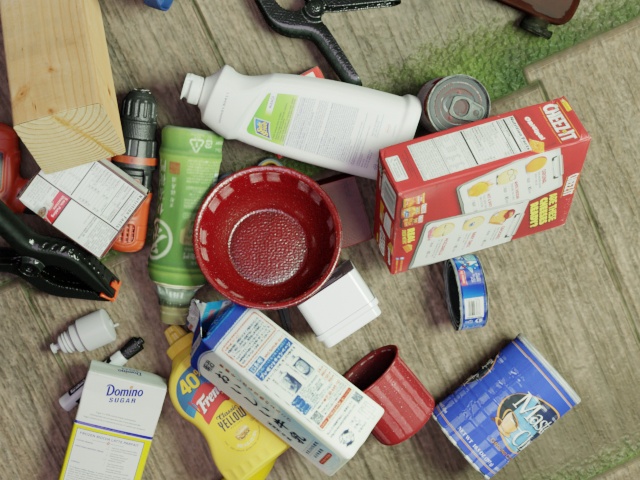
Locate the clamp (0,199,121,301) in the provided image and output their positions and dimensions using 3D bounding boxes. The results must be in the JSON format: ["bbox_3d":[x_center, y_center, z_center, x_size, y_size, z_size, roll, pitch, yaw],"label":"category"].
[{"bbox_3d":[-0.318,0.011,1.174,0.210,0.165,0.036,21,52,-11],"label":"clamp"}]

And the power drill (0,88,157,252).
[{"bbox_3d":[-0.276,-0.086,1.188,0.187,0.057,0.184,7,97,-4],"label":"power drill"}]

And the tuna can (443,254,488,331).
[{"bbox_3d":[0.165,0.059,1.215,0.033,0.086,0.086,-7,98,-4],"label":"tuna can"}]

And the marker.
[{"bbox_3d":[-0.253,0.153,1.240,0.121,0.020,0.020,-40,98,3],"label":"marker"}]

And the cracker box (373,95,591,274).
[{"bbox_3d":[0.167,-0.057,1.150,0.213,0.164,0.072,-17,59,-9],"label":"cracker box"}]

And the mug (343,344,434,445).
[{"bbox_3d":[0.068,0.186,1.232,0.117,0.093,0.081,-32,105,33],"label":"mug"}]

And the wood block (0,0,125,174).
[{"bbox_3d":[-0.270,-0.186,1.105,0.090,0.091,0.206,-15,61,-1],"label":"wood block"}]

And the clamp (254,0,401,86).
[{"bbox_3d":[-0.005,-0.243,1.186,0.171,0.039,0.120,16,77,-2],"label":"clamp"}]

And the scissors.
[{"bbox_3d":[-0.077,0.004,1.231,0.096,0.016,0.202,3,97,-2],"label":"scissors"}]

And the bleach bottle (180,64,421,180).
[{"bbox_3d":[-0.025,-0.140,1.157,0.250,0.068,0.103,15,103,-8],"label":"bleach bottle"}]

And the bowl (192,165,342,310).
[{"bbox_3d":[-0.058,0.001,1.172,0.162,0.055,0.162,0,76,-1],"label":"bowl"}]

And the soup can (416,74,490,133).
[{"bbox_3d":[0.144,-0.148,1.178,0.068,0.102,0.068,0,97,-3],"label":"soup can"}]

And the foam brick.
[{"bbox_3d":[0.023,-0.033,1.213,0.053,0.051,0.078,-16,98,-2],"label":"foam brick"}]

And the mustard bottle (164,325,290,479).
[{"bbox_3d":[-0.116,0.175,1.216,0.096,0.058,0.192,-37,79,0],"label":"mustard bottle"}]

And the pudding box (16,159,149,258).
[{"bbox_3d":[-0.255,-0.049,1.149,0.113,0.039,0.090,37,94,-13],"label":"pudding box"}]

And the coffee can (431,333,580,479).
[{"bbox_3d":[0.211,0.190,1.226,0.140,0.103,0.103,-41,98,3],"label":"coffee can"}]

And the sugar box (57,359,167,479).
[{"bbox_3d":[-0.243,0.232,1.229,0.093,0.048,0.176,16,100,-11],"label":"sugar box"}]
